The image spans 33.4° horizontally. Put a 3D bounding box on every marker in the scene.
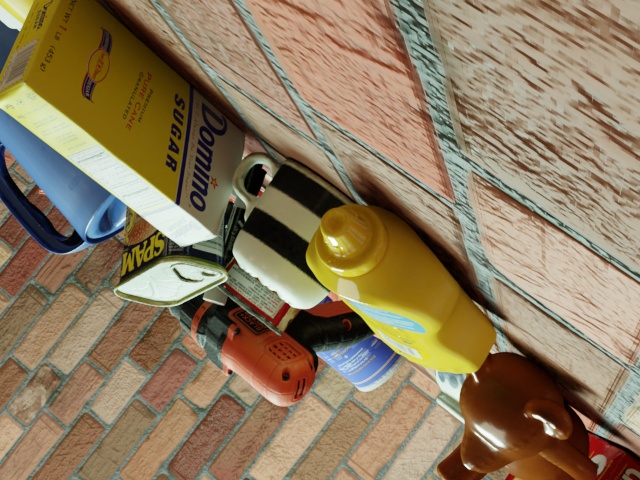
[{"bbox_3d":[-0.068,-0.007,0.867,0.020,0.121,0.020,17,172,2],"label":"marker"}]

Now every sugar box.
[{"bbox_3d":[-0.128,-0.081,0.718,0.048,0.093,0.176,-17,138,40],"label":"sugar box"}]

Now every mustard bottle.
[{"bbox_3d":[0.043,0.025,0.660,0.096,0.058,0.191,28,172,30],"label":"mustard bottle"}]

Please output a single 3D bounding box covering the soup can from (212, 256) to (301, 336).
[{"bbox_3d":[-0.026,0.014,0.829,0.068,0.102,0.068,37,176,3],"label":"soup can"}]

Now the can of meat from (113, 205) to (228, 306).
[{"bbox_3d":[-0.113,-0.004,0.820,0.057,0.084,0.102,16,153,-33],"label":"can of meat"}]

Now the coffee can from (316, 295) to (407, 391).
[{"bbox_3d":[0.021,0.074,1.101,0.140,0.103,0.103,39,176,-13],"label":"coffee can"}]

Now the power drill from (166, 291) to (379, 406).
[{"bbox_3d":[-0.027,0.059,0.930,0.187,0.057,0.185,-18,-138,-39],"label":"power drill"}]

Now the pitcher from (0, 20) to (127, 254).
[{"bbox_3d":[-0.256,-0.115,1.015,0.243,0.149,0.145,45,152,8],"label":"pitcher"}]
